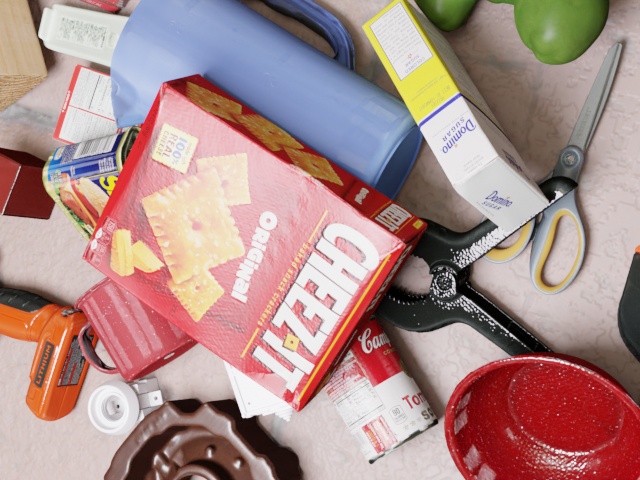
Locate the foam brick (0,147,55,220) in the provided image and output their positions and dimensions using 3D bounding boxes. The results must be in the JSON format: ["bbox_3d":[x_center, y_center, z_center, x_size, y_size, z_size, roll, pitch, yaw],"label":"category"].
[{"bbox_3d":[-0.283,-0.053,0.987,0.053,0.078,0.051,26,96,19],"label":"foam brick"}]

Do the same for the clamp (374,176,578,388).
[{"bbox_3d":[0.110,0.039,0.854,0.210,0.036,0.164,-5,98,28],"label":"clamp"}]

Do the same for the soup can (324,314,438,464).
[{"bbox_3d":[0.042,0.121,0.867,0.069,0.068,0.102,-35,78,16],"label":"soup can"}]

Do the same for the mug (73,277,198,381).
[{"bbox_3d":[-0.164,0.075,0.935,0.117,0.093,0.081,-34,83,19],"label":"mug"}]

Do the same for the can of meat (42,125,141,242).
[{"bbox_3d":[-0.181,-0.045,0.939,0.084,0.102,0.057,-9,43,23],"label":"can of meat"}]

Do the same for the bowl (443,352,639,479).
[{"bbox_3d":[0.178,0.141,0.803,0.162,0.055,0.162,13,123,21],"label":"bowl"}]

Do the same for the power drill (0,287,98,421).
[{"bbox_3d":[-0.311,0.099,1.004,0.188,0.057,0.184,22,96,20],"label":"power drill"}]

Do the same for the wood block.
[{"bbox_3d":[-0.339,-0.231,0.993,0.091,0.090,0.206,-23,81,41],"label":"wood block"}]

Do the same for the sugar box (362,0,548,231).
[{"bbox_3d":[0.100,-0.096,0.805,0.048,0.093,0.176,-35,54,19],"label":"sugar box"}]

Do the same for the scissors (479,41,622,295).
[{"bbox_3d":[0.178,-0.059,0.846,0.096,0.016,0.202,7,92,22],"label":"scissors"}]

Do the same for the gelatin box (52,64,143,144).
[{"bbox_3d":[-0.193,-0.114,0.980,0.089,0.030,0.073,20,95,19],"label":"gelatin box"}]

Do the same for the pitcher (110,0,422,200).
[{"bbox_3d":[-0.036,-0.119,0.878,0.243,0.144,0.149,30,111,15],"label":"pitcher"}]

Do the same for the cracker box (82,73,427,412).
[{"bbox_3d":[-0.055,0.001,0.803,0.214,0.072,0.164,34,113,9],"label":"cracker box"}]
